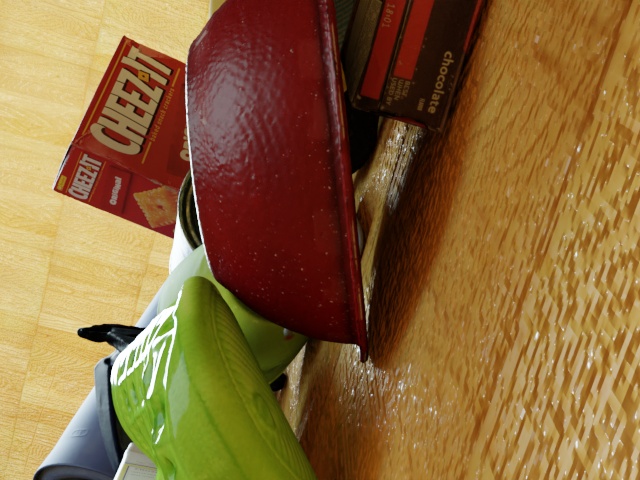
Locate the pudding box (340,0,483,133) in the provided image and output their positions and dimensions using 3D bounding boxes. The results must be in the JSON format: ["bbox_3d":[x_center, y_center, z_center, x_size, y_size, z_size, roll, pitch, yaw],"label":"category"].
[{"bbox_3d":[0.037,-0.097,0.404,0.113,0.039,0.090,-96,22,-72],"label":"pudding box"}]

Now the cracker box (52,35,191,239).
[{"bbox_3d":[-0.110,-0.077,0.968,0.072,0.213,0.164,-55,16,42],"label":"cracker box"}]

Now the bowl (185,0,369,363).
[{"bbox_3d":[-0.017,-0.032,0.405,0.162,0.055,0.162,-5,-91,-89],"label":"bowl"}]
